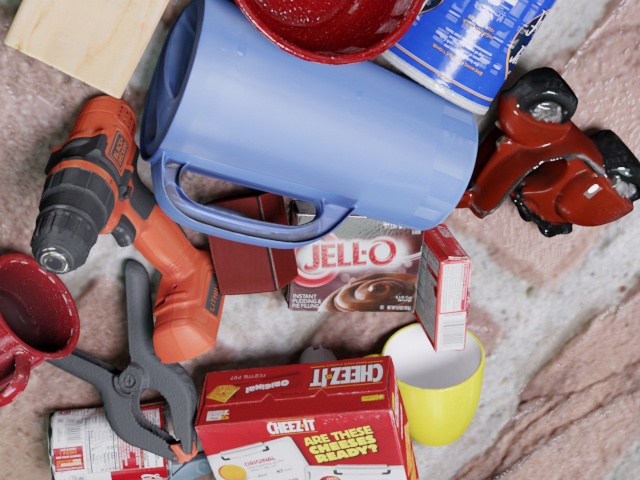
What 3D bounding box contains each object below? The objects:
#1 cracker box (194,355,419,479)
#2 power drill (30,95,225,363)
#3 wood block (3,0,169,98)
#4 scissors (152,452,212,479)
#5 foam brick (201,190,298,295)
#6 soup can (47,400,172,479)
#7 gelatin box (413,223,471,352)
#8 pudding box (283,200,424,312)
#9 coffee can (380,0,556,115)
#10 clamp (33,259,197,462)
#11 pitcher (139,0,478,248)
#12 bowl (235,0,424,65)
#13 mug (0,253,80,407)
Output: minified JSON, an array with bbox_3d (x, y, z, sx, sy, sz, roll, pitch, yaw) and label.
[{"bbox_3d":[-0.001,0.199,0.934,0.164,0.072,0.213,-7,129,9],"label":"cracker box"},{"bbox_3d":[-0.140,0.005,0.806,0.057,0.184,0.187,-16,127,19],"label":"power drill"},{"bbox_3d":[-0.134,-0.219,0.744,0.090,0.091,0.206,25,108,-19],"label":"wood block"},{"bbox_3d":[-0.114,0.224,0.994,0.201,0.016,0.096,-5,117,-7],"label":"scissors"},{"bbox_3d":[-0.056,0.001,0.862,0.051,0.053,0.078,-9,97,20],"label":"foam brick"},{"bbox_3d":[-0.182,0.178,0.931,0.102,0.068,0.068,-4,115,-8],"label":"soup can"},{"bbox_3d":[0.104,0.040,0.917,0.030,0.073,0.089,-4,114,-10],"label":"gelatin box"},{"bbox_3d":[0.028,0.014,0.910,0.113,0.039,0.090,1,114,-10],"label":"pudding box"},{"bbox_3d":[0.118,-0.180,0.801,0.102,0.103,0.140,26,107,-20],"label":"coffee can"},{"bbox_3d":[-0.166,0.115,0.891,0.120,0.039,0.171,-28,83,14],"label":"clamp"},{"bbox_3d":[-0.009,-0.079,0.808,0.242,0.145,0.149,17,117,-20],"label":"pitcher"},{"bbox_3d":[-0.005,-0.198,0.740,0.161,0.055,0.162,0,90,-26],"label":"bowl"},{"bbox_3d":[-0.251,0.079,0.842,0.082,0.117,0.093,-31,141,23],"label":"mug"}]
